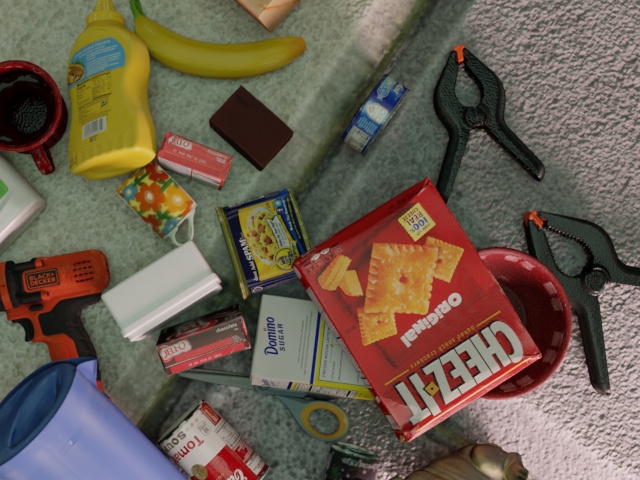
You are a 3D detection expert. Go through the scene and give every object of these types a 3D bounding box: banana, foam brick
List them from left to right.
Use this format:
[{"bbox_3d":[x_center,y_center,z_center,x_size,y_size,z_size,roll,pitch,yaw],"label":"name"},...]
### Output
[{"bbox_3d":[-0.117,-0.208,1.148,0.197,0.037,0.069,13,88,-3],"label":"banana"},{"bbox_3d":[-0.074,-0.119,1.141,0.078,0.051,0.053,42,85,-2],"label":"foam brick"}]

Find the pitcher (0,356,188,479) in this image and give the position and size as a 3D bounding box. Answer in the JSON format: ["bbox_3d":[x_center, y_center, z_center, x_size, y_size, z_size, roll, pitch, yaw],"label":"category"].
[{"bbox_3d":[-0.218,0.246,1.042,0.149,0.145,0.242,-32,116,19],"label":"pitcher"}]

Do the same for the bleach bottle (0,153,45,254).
[{"bbox_3d":[-0.411,-0.093,1.114,0.251,0.068,0.102,43,85,1],"label":"bleach bottle"}]

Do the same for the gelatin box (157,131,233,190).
[{"bbox_3d":[-0.131,-0.083,1.115,0.073,0.089,0.030,21,83,-6],"label":"gelatin box"}]

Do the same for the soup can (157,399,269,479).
[{"bbox_3d":[-0.112,0.225,1.118,0.068,0.068,0.102,-44,91,-4],"label":"soup can"}]

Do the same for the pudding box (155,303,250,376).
[{"bbox_3d":[-0.120,0.101,1.099,0.090,0.113,0.039,-18,93,-4],"label":"pudding box"}]

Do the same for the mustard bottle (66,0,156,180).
[{"bbox_3d":[-0.221,-0.165,1.114,0.096,0.058,0.191,-17,70,30],"label":"mustard bottle"}]

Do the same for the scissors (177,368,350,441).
[{"bbox_3d":[-0.052,0.174,1.148,0.201,0.016,0.096,-6,83,-4],"label":"scissors"}]

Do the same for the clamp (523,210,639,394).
[{"bbox_3d":[0.308,0.040,1.167,0.164,0.036,0.210,-38,90,-4],"label":"clamp"}]

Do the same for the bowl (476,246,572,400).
[{"bbox_3d":[0.184,0.088,1.148,0.162,0.055,0.162,0,88,-4],"label":"bowl"}]

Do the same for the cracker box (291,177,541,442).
[{"bbox_3d":[0.094,0.070,1.076,0.164,0.072,0.214,-32,86,-5],"label":"cracker box"}]

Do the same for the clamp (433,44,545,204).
[{"bbox_3d":[0.160,-0.124,1.163,0.120,0.039,0.171,-21,83,-9],"label":"clamp"}]

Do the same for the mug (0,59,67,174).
[{"bbox_3d":[-0.304,-0.123,1.110,0.093,0.081,0.117,-26,90,-4],"label":"mug"}]

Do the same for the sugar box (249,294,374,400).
[{"bbox_3d":[0.018,0.117,1.132,0.176,0.048,0.093,8,68,-1],"label":"sugar box"}]

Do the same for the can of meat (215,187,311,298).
[{"bbox_3d":[-0.057,0.001,1.135,0.084,0.057,0.102,-17,89,-6],"label":"can of meat"}]

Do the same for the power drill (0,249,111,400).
[{"bbox_3d":[-0.300,0.111,1.115,0.184,0.057,0.187,-11,89,-4],"label":"power drill"}]

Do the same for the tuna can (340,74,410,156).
[{"bbox_3d":[0.057,-0.134,1.133,0.034,0.086,0.086,35,86,0],"label":"tuna can"}]
